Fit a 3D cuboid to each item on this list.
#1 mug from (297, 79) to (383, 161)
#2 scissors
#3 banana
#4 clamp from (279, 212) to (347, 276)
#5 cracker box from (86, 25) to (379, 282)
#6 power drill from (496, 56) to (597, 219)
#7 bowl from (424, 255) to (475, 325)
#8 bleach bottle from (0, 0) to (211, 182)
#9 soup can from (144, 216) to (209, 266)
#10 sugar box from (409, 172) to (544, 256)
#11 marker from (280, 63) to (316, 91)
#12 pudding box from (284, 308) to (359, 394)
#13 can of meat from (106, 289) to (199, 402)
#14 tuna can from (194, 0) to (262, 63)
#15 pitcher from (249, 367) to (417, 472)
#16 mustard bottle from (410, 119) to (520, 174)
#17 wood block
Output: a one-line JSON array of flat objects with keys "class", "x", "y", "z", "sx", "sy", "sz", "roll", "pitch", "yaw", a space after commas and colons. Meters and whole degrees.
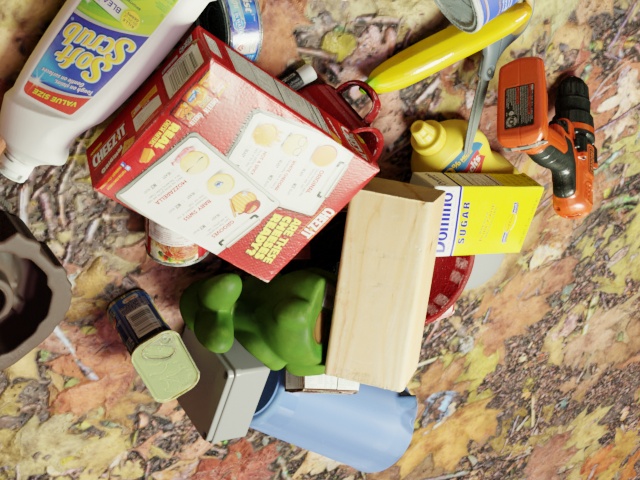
[{"class": "mug", "x": 0.013, "y": -0.116, "z": 1.103, "sx": 0.117, "sy": 0.081, "sz": 0.093, "roll": -48, "pitch": 151, "yaw": 19}, {"class": "scissors", "x": 0.200, "y": -0.201, "z": 1.199, "sx": 0.096, "sy": 0.016, "sz": 0.202, "roll": -18, "pitch": 119, "yaw": -34}, {"class": "banana", "x": 0.130, "y": -0.200, "z": 1.137, "sx": 0.198, "sy": 0.069, "sz": 0.037, "roll": -27, "pitch": 109, "yaw": 3}, {"class": "clamp", "x": -0.011, "y": 0.030, "z": 1.256, "sx": 0.164, "sy": 0.036, "sz": 0.210, "roll": 10, "pitch": 121, "yaw": -42}, {"class": "cracker box", "x": -0.080, "y": -0.074, "z": 0.982, "sx": 0.213, "sy": 0.072, "sz": 0.164, "roll": 30, "pitch": 115, "yaw": -37}, {"class": "power drill", "x": 0.268, "y": -0.137, "z": 1.232, "sx": 0.057, "sy": 0.184, "sz": 0.187, "roll": -12, "pitch": 154, "yaw": 33}, {"class": "bowl", "x": 0.110, "y": 0.024, "z": 1.292, "sx": 0.161, "sy": 0.055, "sz": 0.162, "roll": -16, "pitch": 119, "yaw": -31}, {"class": "bleach bottle", "x": -0.196, "y": -0.151, "z": 0.930, "sx": 0.102, "sy": 0.068, "sz": 0.251, "roll": 38, "pitch": 103, "yaw": -2}, {"class": "soup can", "x": -0.145, "y": -0.034, "z": 1.082, "sx": 0.068, "sy": 0.069, "sz": 0.102, "roll": -16, "pitch": 132, "yaw": -25}, {"class": "sugar box", "x": 0.172, "y": -0.030, "z": 1.240, "sx": 0.175, "sy": 0.048, "sz": 0.093, "roll": -4, "pitch": 121, "yaw": -37}, {"class": "marker", "x": -0.058, "y": -0.142, "z": 1.091, "sx": 0.121, "sy": 0.020, "sz": 0.020, "roll": -34, "pitch": 137, "yaw": -8}, {"class": "pudding box", "x": 0.003, "y": 0.123, "z": 1.249, "sx": 0.089, "sy": 0.039, "sz": 0.113, "roll": 9, "pitch": 75, "yaw": -39}, {"class": "can of meat", "x": -0.184, "y": 0.113, "z": 1.164, "sx": 0.057, "sy": 0.084, "sz": 0.102, "roll": -31, "pitch": 137, "yaw": -11}, {"class": "tuna can", "x": -0.085, "y": -0.200, "z": 0.975, "sx": 0.033, "sy": 0.086, "sz": 0.086, "roll": -14, "pitch": 131, "yaw": -25}, {"class": "pitcher", "x": -0.009, "y": 0.210, "z": 1.353, "sx": 0.242, "sy": 0.145, "sz": 0.149, "roll": 27, "pitch": 94, "yaw": -42}, {"class": "mustard bottle", "x": 0.161, "y": -0.090, "z": 1.265, "sx": 0.096, "sy": 0.058, "sz": 0.191, "roll": -44, "pitch": 138, "yaw": 10}, {"class": "wood block", "x": 0.070, "y": 0.045, "z": 1.148, "sx": 0.090, "sy": 0.090, "sz": 0.206, "roll": -35, "pitch": 135, "yaw": -71}]
